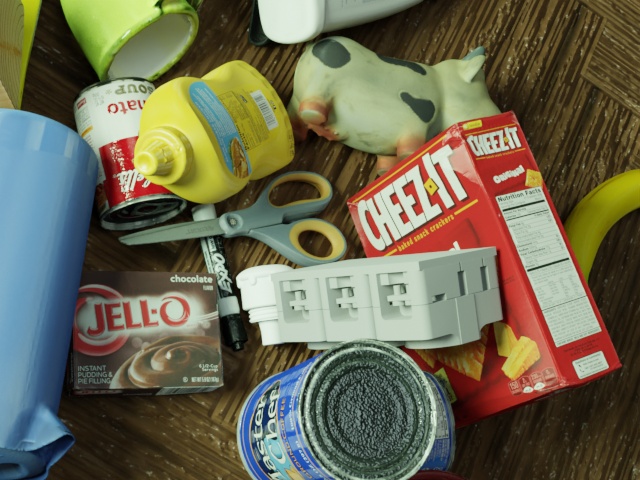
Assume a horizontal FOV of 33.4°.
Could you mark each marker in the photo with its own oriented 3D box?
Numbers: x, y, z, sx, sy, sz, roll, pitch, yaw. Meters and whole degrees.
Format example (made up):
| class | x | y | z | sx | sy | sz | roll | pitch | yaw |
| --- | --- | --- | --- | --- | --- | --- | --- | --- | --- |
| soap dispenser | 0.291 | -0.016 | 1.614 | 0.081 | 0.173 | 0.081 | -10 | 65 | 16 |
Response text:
| class | x | y | z | sx | sy | sz | roll | pitch | yaw |
| --- | --- | --- | --- | --- | --- | --- | --- | --- | --- |
| marker | -0.079 | 0.029 | 0.849 | 0.020 | 0.020 | 0.121 | -9 | 75 | -25 |

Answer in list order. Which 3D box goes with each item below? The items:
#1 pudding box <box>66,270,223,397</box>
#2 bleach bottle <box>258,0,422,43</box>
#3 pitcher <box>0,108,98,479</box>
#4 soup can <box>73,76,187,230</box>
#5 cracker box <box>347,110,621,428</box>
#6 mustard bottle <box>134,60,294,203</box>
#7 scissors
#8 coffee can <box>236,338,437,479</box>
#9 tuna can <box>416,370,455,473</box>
| class | x | y | z | sx | sy | sz | roll | pitch | yaw |
| --- | --- | --- | --- | --- | --- | --- | --- | --- | --- |
| pudding box | -0.133 | 0.070 | 0.801 | 0.113 | 0.039 | 0.090 | 2 | 70 | -22 |
| bleach bottle | 0.054 | -0.240 | 0.957 | 0.250 | 0.068 | 0.102 | -18 | 107 | -43 |
| pitcher | -0.237 | 0.036 | 0.729 | 0.149 | 0.145 | 0.243 | 22 | 60 | -28 |
| soup can | -0.149 | -0.067 | 0.828 | 0.068 | 0.069 | 0.102 | -10 | 75 | -25 |
| cracker box | 0.120 | 0.031 | 0.846 | 0.071 | 0.164 | 0.214 | -14 | 78 | -35 |
| mustard bottle | -0.086 | -0.078 | 0.808 | 0.096 | 0.058 | 0.191 | 63 | 25 | -6 |
| scissors | -0.056 | 0.001 | 0.849 | 0.201 | 0.016 | 0.096 | -28 | 79 | -39 |
| coffee can | 0.008 | 0.134 | 0.776 | 0.102 | 0.140 | 0.103 | 6 | 72 | -20 |
| tuna can | 0.070 | 0.146 | 0.832 | 0.033 | 0.086 | 0.086 | -3 | 73 | -22 |
